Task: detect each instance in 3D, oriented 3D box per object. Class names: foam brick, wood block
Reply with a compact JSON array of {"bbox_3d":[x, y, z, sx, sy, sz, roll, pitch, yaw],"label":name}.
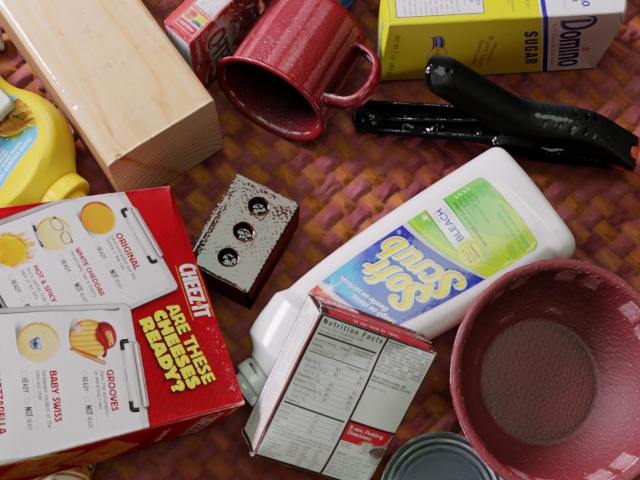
[{"bbox_3d":[-0.055,0.001,0.773,0.053,0.051,0.078,27,73,7],"label":"foam brick"},{"bbox_3d":[-0.169,-0.141,0.796,0.090,0.091,0.206,-33,76,-11],"label":"wood block"}]

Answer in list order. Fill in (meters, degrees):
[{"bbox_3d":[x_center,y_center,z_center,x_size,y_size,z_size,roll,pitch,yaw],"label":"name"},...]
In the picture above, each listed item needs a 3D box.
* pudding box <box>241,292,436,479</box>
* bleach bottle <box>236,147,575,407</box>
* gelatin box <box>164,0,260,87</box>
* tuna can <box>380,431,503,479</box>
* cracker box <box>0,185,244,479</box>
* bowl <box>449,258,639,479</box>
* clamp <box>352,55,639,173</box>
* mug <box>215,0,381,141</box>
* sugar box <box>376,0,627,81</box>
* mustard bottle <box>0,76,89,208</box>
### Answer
[{"bbox_3d":[0.012,0.101,0.709,0.090,0.039,0.113,22,101,-19],"label":"pudding box"},{"bbox_3d":[0.051,0.041,0.758,0.250,0.068,0.102,-35,80,-8],"label":"bleach bottle"},{"bbox_3d":[-0.079,-0.159,0.804,0.030,0.089,0.073,41,76,10],"label":"gelatin box"},{"bbox_3d":[0.082,0.176,0.729,0.086,0.034,0.086,0,72,-1],"label":"tuna can"},{"bbox_3d":[-0.177,0.063,0.681,0.213,0.072,0.164,-10,71,-34],"label":"cracker box"},{"bbox_3d":[0.161,0.096,0.737,0.162,0.055,0.162,1,80,-8],"label":"bowl"},{"bbox_3d":[0.133,-0.084,0.782,0.209,0.165,0.036,12,83,-21],"label":"clamp"},{"bbox_3d":[-0.009,-0.131,0.793,0.117,0.093,0.081,19,66,29],"label":"mug"},{"bbox_3d":[0.133,-0.162,0.808,0.176,0.093,0.048,-2,73,-1],"label":"sugar box"},{"bbox_3d":[-0.239,-0.072,0.785,0.192,0.058,0.096,38,96,10],"label":"mustard bottle"}]
